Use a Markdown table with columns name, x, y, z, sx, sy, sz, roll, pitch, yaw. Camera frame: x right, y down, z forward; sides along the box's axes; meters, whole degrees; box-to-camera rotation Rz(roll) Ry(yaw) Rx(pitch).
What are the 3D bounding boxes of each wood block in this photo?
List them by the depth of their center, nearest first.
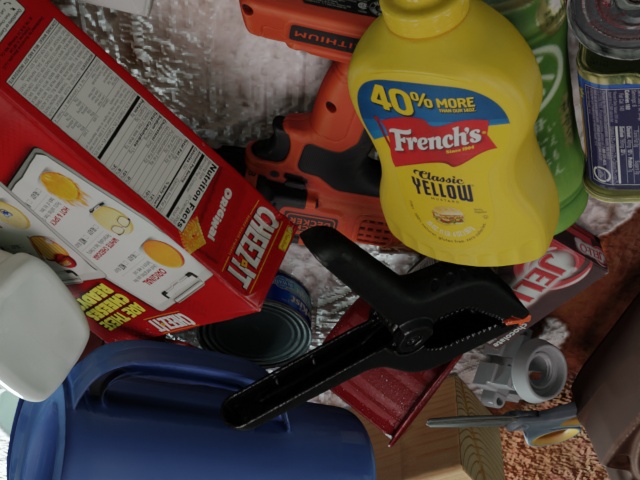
| name | x | y | z | sx | sy | sz | roll | pitch | yaw |
| --- | --- | --- | --- | --- | --- | --- | --- | --- | --- |
| wood block | 0.044 | 0.200 | 0.910 | 0.206 | 0.091 | 0.090 | -22 | 133 | 24 |

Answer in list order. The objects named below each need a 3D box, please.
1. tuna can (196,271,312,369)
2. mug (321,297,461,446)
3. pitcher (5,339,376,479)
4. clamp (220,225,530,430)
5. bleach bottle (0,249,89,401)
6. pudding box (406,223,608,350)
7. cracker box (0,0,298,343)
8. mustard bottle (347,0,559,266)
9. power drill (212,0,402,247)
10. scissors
| name | x | y | z | sx | sy | sz | roll | pitch | yaw |
| --- | --- | --- | --- | --- | --- | --- | --- | --- | --- |
| tuna can | -0.049 | 0.059 | 0.797 | 0.086 | 0.033 | 0.086 | 1 | 138 | 1 |
| mug | 0.050 | 0.087 | 0.783 | 0.081 | 0.117 | 0.093 | 37 | 103 | 12 |
| pitcher | -0.082 | 0.151 | 0.733 | 0.242 | 0.145 | 0.149 | 10 | 168 | -28 |
| clamp | 0.049 | 0.044 | 0.661 | 0.209 | 0.036 | 0.165 | -9 | 140 | -27 |
| bleach bottle | -0.266 | 0.015 | 0.664 | 0.251 | 0.068 | 0.102 | 21 | 155 | 25 |
| pudding box | 0.128 | 0.022 | 0.747 | 0.090 | 0.039 | 0.114 | 27 | 132 | -26 |
| cracker box | -0.143 | -0.035 | 0.614 | 0.213 | 0.072 | 0.164 | 42 | 145 | -25 |
| mustard bottle | 0.065 | -0.067 | 0.540 | 0.096 | 0.058 | 0.191 | 11 | 144 | 26 |
| power drill | -0.020 | -0.076 | 0.632 | 0.184 | 0.057 | 0.188 | 9 | 139 | -4 |
| scissors | 0.157 | 0.153 | 0.868 | 0.201 | 0.016 | 0.096 | -3 | 151 | -23 |
